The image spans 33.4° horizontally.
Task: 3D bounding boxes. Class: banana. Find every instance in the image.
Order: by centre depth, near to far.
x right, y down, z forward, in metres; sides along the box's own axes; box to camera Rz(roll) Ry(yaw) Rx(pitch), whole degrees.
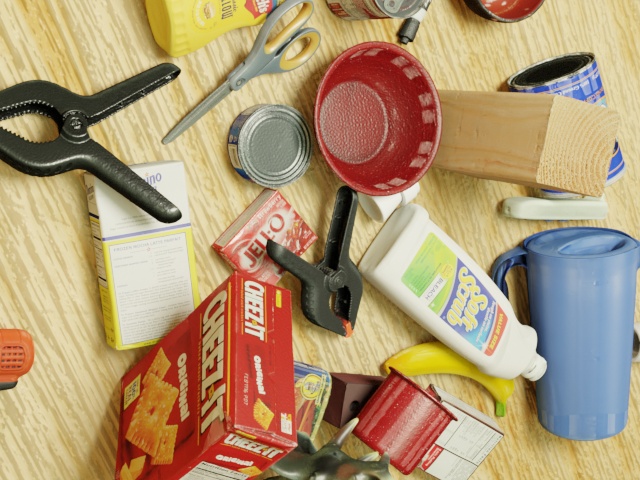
[{"bbox_3d":[0.164,0.153,1.254,0.197,0.037,0.069,24,87,-29],"label":"banana"}]

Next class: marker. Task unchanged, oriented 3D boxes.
[{"bbox_3d":[0.115,-0.269,1.165,0.020,0.020,0.121,27,86,-29],"label":"marker"}]

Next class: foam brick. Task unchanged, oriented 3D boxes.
[{"bbox_3d":[0.045,0.179,1.187,0.078,0.051,0.053,7,95,-29],"label":"foam brick"}]

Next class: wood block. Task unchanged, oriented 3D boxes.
[{"bbox_3d":[0.205,-0.107,1.134,0.090,0.206,0.090,9,94,-29],"label":"wood block"}]

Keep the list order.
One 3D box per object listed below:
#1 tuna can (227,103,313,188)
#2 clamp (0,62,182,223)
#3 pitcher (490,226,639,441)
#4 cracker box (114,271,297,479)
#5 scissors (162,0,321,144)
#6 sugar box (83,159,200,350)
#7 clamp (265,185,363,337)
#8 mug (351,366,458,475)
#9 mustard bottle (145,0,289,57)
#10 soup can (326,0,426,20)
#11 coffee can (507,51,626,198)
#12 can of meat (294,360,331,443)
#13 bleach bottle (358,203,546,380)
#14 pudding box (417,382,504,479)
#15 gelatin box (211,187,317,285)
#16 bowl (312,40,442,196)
[{"bbox_3d":[-0.052,-0.098,1.098,0.086,0.034,0.086,-5,101,-27],"label":"tuna can"},{"bbox_3d":[-0.221,-0.091,0.981,0.209,0.036,0.164,-2,70,-22],"label":"clamp"},{"bbox_3d":[0.302,0.111,1.279,0.144,0.149,0.243,-18,110,-40],"label":"pitcher"},{"bbox_3d":[-0.111,0.153,0.980,0.072,0.214,0.164,22,44,-29],"label":"cracker box"},{"bbox_3d":[-0.070,-0.162,1.082,0.202,0.016,0.096,-49,152,10],"label":"scissors"},{"bbox_3d":[-0.173,0.013,1.048,0.093,0.048,0.176,-10,100,-26],"label":"sugar box"},{"bbox_3d":[0.013,0.027,1.131,0.120,0.039,0.171,-39,135,-17],"label":"clamp"},{"bbox_3d":[0.088,0.198,1.141,0.081,0.093,0.117,-51,153,-7],"label":"mug"},{"bbox_3d":[-0.075,-0.252,1.038,0.191,0.058,0.096,-26,138,-23],"label":"mustard bottle"},{"bbox_3d":[0.055,-0.259,1.087,0.068,0.102,0.068,-5,101,-27],"label":"soup can"},{"bbox_3d":[0.285,-0.133,1.231,0.102,0.103,0.140,-29,111,-21],"label":"coffee can"},{"bbox_3d":[-0.044,0.174,1.138,0.083,0.058,0.102,20,90,-32],"label":"can of meat"},{"bbox_3d":[0.165,0.072,1.203,0.250,0.068,0.102,38,81,-19],"label":"bleach bottle"},{"bbox_3d":[0.146,0.230,1.246,0.113,0.039,0.090,32,99,-30],"label":"pudding box"},{"bbox_3d":[-0.057,0.001,1.114,0.089,0.030,0.073,-47,117,-13],"label":"gelatin box"},{"bbox_3d":[0.049,-0.127,1.128,0.161,0.055,0.162,-1,92,-31],"label":"bowl"}]
